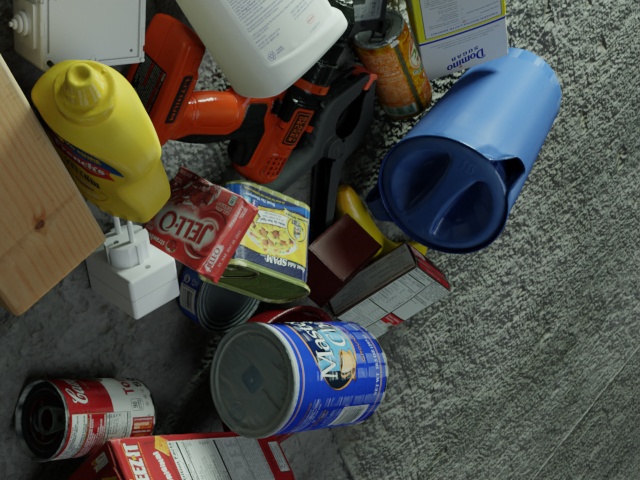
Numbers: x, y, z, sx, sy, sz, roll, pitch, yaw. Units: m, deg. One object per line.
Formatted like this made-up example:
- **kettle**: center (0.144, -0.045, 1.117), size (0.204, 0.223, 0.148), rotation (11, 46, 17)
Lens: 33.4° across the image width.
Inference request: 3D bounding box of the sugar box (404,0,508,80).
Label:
- **sugar box**: center (0.129, -0.231, 1.027), size (0.093, 0.048, 0.176), rotation (-18, 154, 2)

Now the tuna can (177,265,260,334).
- **tuna can**: center (-0.093, 0.043, 1.004), size (0.085, 0.034, 0.086), rotation (-27, 130, -37)

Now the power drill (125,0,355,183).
- **power drill**: center (-0.066, -0.133, 0.887), size (0.187, 0.057, 0.185), rotation (3, 122, -48)

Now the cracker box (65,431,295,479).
- **cracker box**: center (-0.149, 0.248, 0.980), size (0.164, 0.072, 0.213), rotation (-44, 151, 26)

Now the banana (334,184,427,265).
- **banana**: center (0.064, -0.002, 1.162), size (0.197, 0.037, 0.069), rotation (24, 74, -54)

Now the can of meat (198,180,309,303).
- **can of meat**: center (-0.056, 0.001, 0.957), size (0.101, 0.058, 0.084), rotation (21, 61, -38)

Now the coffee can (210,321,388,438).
- **coffee can**: center (-0.018, 0.126, 0.992), size (0.140, 0.103, 0.103), rotation (5, 108, -51)

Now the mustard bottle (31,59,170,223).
- **mustard bottle**: center (-0.154, -0.076, 0.744), size (0.058, 0.096, 0.192), rotation (-49, 173, -15)

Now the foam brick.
- **foam brick**: center (0.014, 0.020, 1.073), size (0.078, 0.051, 0.053), rotation (-41, 174, -43)

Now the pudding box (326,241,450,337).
- **pudding box**: center (0.074, 0.056, 1.162), size (0.114, 0.039, 0.090), rotation (-34, 144, 15)

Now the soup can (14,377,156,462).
- **soup can**: center (-0.200, 0.152, 0.918), size (0.102, 0.069, 0.068), rotation (7, 106, -51)

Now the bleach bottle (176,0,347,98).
- **bleach bottle**: center (-0.079, -0.226, 0.751), size (0.102, 0.068, 0.250), rotation (-48, 125, -24)

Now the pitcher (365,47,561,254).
- **pitcher**: center (0.157, -0.101, 1.107), size (0.242, 0.149, 0.145), rotation (-51, 160, -46)

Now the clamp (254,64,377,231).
- **clamp**: center (-0.004, -0.090, 1.025), size (0.120, 0.039, 0.171), rotation (2, 113, -55)

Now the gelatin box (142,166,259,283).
- **gelatin box**: center (-0.104, -0.015, 0.910), size (0.030, 0.089, 0.073), rotation (36, 84, -49)

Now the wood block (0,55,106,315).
- **wood block**: center (-0.242, -0.057, 0.725), size (0.090, 0.090, 0.206), rotation (-45, 139, -23)
